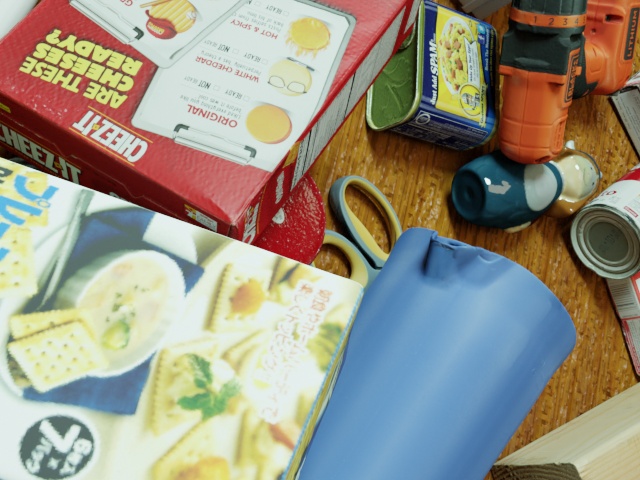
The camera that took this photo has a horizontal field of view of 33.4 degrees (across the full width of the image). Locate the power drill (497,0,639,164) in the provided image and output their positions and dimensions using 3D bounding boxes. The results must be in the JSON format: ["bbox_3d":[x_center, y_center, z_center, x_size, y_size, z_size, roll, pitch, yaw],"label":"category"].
[{"bbox_3d":[0.188,-0.163,0.796,0.187,0.057,0.184,-29,131,-54],"label":"power drill"}]

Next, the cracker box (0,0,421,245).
[{"bbox_3d":[-0.061,-0.107,0.605,0.164,0.072,0.213,30,61,10],"label":"cracker box"}]

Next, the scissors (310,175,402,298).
[{"bbox_3d":[0.053,0.050,0.750,0.096,0.016,0.202,-34,99,-32],"label":"scissors"}]

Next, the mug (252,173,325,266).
[{"bbox_3d":[-0.054,0.001,0.649,0.093,0.082,0.117,34,63,-23],"label":"mug"}]

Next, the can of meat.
[{"bbox_3d":[0.085,-0.122,0.783,0.083,0.058,0.102,12,74,-33],"label":"can of meat"}]

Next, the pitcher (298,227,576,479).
[{"bbox_3d":[0.046,0.126,0.662,0.149,0.145,0.242,41,69,-10],"label":"pitcher"}]
